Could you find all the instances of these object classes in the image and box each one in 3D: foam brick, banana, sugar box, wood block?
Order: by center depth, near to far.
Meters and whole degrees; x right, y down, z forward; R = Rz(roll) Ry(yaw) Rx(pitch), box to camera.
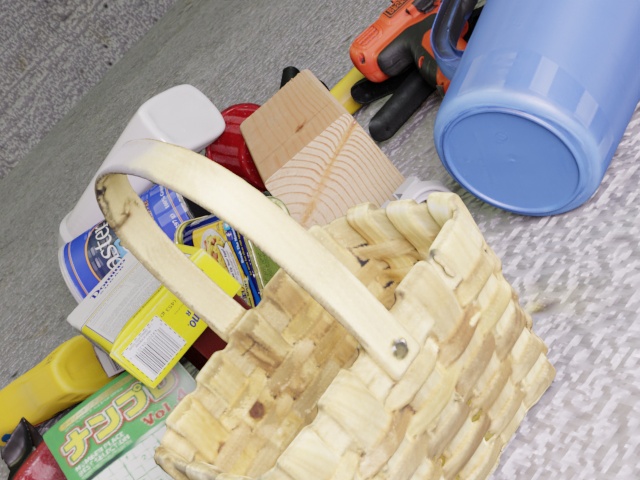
[{"bbox_3d":[-0.126,0.047,0.776,0.093,0.048,0.176,-49,16,-12],"label":"sugar box"},{"bbox_3d":[-0.069,0.075,0.792,0.053,0.078,0.051,-50,19,-20],"label":"foam brick"},{"bbox_3d":[-0.003,-0.075,0.944,0.091,0.090,0.206,-41,20,5],"label":"wood block"},{"bbox_3d":[0.051,-0.177,1.121,0.197,0.037,0.070,-50,12,-17],"label":"banana"}]

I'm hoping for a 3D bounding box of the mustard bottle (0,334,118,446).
[{"bbox_3d":[-0.281,0.155,1.043,0.192,0.058,0.096,-31,-1,31],"label":"mustard bottle"}]

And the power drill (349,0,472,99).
[{"bbox_3d":[0.127,-0.185,0.908,0.184,0.057,0.188,-43,33,4],"label":"power drill"}]

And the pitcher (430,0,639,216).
[{"bbox_3d":[0.156,-0.136,0.714,0.242,0.145,0.149,-61,6,-32],"label":"pitcher"}]

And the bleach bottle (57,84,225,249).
[{"bbox_3d":[-0.203,-0.052,1.111,0.251,0.068,0.102,-44,-4,39],"label":"bleach bottle"}]

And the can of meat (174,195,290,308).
[{"bbox_3d":[-0.061,0.021,0.850,0.084,0.102,0.057,-18,-2,44],"label":"can of meat"}]

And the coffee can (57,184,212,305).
[{"bbox_3d":[-0.168,0.011,1.041,0.140,0.102,0.103,-32,22,9],"label":"coffee can"}]

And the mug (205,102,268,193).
[{"bbox_3d":[-0.064,-0.082,1.090,0.082,0.093,0.117,17,90,62],"label":"mug"}]

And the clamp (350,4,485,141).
[{"bbox_3d":[0.099,-0.164,0.997,0.171,0.039,0.120,-37,32,1],"label":"clamp"}]
